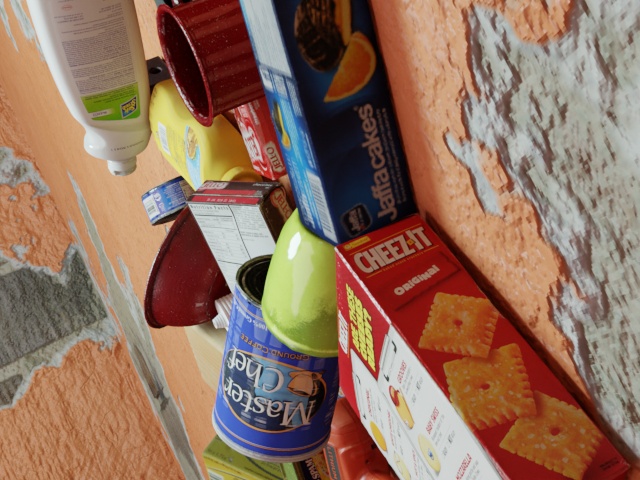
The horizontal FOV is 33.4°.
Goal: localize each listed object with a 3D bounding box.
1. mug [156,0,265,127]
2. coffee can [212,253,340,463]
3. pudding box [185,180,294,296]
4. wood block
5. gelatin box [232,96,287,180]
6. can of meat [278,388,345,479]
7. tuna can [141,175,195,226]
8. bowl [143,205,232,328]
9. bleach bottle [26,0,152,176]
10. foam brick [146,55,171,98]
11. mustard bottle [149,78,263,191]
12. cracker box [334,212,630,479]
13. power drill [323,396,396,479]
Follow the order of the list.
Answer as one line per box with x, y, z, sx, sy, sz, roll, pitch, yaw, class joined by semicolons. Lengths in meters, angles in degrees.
-0.068;-0.151;0.776;0.117;0.081;0.093;66;163;-2;mug
-0.030;0.096;0.880;0.103;0.102;0.140;46;133;48;coffee can
-0.056;0.001;0.933;0.090;0.039;0.113;6;130;39;pudding box
-0.069;0.123;1.131;0.206;0.090;0.091;24;135;66;wood block
-0.047;-0.089;0.863;0.089;0.030;0.073;-146;35;-75;gelatin box
0.002;0.194;1.019;0.058;0.083;0.102;34;145;60;can of meat
-0.147;-0.047;1.142;0.034;0.086;0.086;67;163;2;tuna can
-0.115;0.028;1.099;0.055;0.162;0.162;25;149;15;bowl
-0.221;-0.164;1.043;0.251;0.102;0.068;88;164;-45;bleach bottle
-0.193;-0.155;1.151;0.053;0.078;0.051;47;154;43;foam brick
-0.104;-0.080;1.015;0.192;0.058;0.096;46;148;49;mustard bottle
0.090;0.112;0.675;0.214;0.072;0.164;54;159;36;cracker box
0.063;0.205;0.899;0.188;0.057;0.184;40;146;57;power drill
